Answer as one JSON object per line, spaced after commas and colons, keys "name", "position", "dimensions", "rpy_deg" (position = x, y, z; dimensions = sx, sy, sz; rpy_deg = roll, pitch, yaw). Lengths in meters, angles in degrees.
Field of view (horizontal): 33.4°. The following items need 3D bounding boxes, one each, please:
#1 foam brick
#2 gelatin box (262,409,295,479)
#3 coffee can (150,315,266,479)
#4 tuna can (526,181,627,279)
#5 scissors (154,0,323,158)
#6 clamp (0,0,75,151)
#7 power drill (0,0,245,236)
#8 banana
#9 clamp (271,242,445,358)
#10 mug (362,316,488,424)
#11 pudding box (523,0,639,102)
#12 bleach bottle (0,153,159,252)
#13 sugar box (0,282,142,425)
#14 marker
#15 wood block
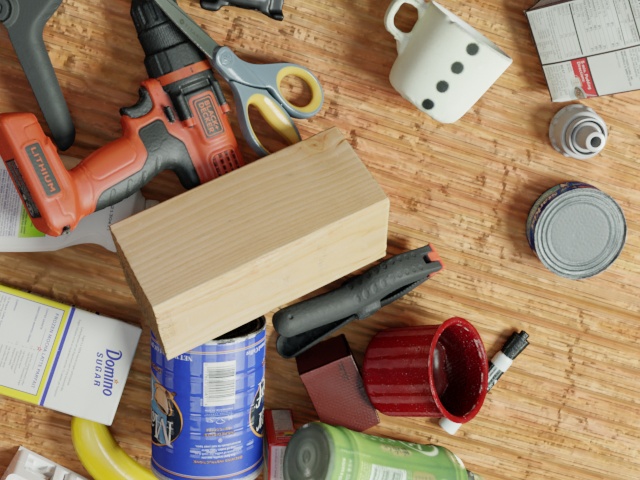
{"name": "foam brick", "position": [0.016, 0.137, 0.986], "dimensions": [0.053, 0.051, 0.078], "rpy_deg": [-22, 107, 0]}
{"name": "gelatin box", "position": [-0.037, 0.212, 0.991], "dimensions": [0.030, 0.073, 0.089], "rpy_deg": [-1, 106, -6]}
{"name": "coffee can", "position": [-0.100, 0.136, 0.948], "dimensions": [0.102, 0.103, 0.140], "rpy_deg": [0, 106, -6]}
{"name": "tuna can", "position": [0.232, -0.010, 0.972], "dimensions": [0.086, 0.034, 0.086], "rpy_deg": [-1, 106, -5]}
{"name": "scissors", "position": [-0.064, -0.155, 0.884], "dimensions": [0.096, 0.016, 0.201], "rpy_deg": [-44, 114, -27]}
{"name": "clamp", "position": [-0.273, -0.187, 0.873], "dimensions": [0.164, 0.036, 0.210], "rpy_deg": [9, 103, -6]}
{"name": "power drill", "position": [-0.166, -0.099, 0.865], "dimensions": [0.187, 0.057, 0.184], "rpy_deg": [-26, 99, -24]}
{"name": "banana", "position": [-0.167, 0.216, 0.999], "dimensions": [0.070, 0.037, 0.197], "rpy_deg": [-42, 105, 7]}
{"name": "clamp", "position": [0.029, 0.056, 0.954], "dimensions": [0.171, 0.120, 0.039], "rpy_deg": [-22, 80, -16]}
{"name": "mug", "position": [0.099, 0.117, 0.966], "dimensions": [0.082, 0.117, 0.093], "rpy_deg": [-8, 86, 41]}
{"name": "pudding box", "position": [0.236, -0.168, 0.892], "dimensions": [0.114, 0.039, 0.090], "rpy_deg": [-5, 112, 42]}
{"name": "bleach bottle", "position": [-0.258, -0.029, 0.909], "dimensions": [0.250, 0.068, 0.103], "rpy_deg": [9, 105, -10]}
{"name": "sugar box", "position": [-0.255, 0.093, 0.943], "dimensions": [0.176, 0.048, 0.093], "rpy_deg": [19, 87, -13]}
{"name": "marker", "position": [0.157, 0.133, 1.014], "dimensions": [0.020, 0.020, 0.121], "rpy_deg": [35, 100, -14]}
{"name": "wood block", "position": [-0.056, 0.001, 0.878], "dimensions": [0.206, 0.091, 0.090], "rpy_deg": [-25, 150, -15]}
